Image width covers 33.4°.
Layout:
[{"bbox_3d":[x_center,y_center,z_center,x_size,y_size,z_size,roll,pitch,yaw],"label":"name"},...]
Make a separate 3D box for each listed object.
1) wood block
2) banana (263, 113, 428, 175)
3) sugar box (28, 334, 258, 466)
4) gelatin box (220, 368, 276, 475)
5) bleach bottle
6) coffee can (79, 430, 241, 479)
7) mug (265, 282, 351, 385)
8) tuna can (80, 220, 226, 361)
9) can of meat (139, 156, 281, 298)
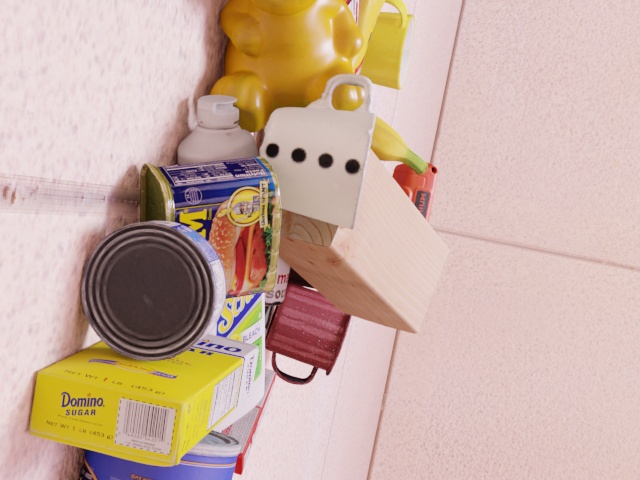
[{"bbox_3d":[0.028,-0.002,0.930,0.206,0.090,0.091,44,65,-55],"label":"wood block"},{"bbox_3d":[0.000,-0.098,0.912,0.037,0.198,0.069,-49,137,-19],"label":"banana"},{"bbox_3d":[-0.107,0.093,0.695,0.176,0.093,0.048,-37,138,-77],"label":"sugar box"},{"bbox_3d":[-0.072,0.169,1.006,0.073,0.030,0.089,104,7,-65],"label":"gelatin box"},{"bbox_3d":[-0.085,0.017,0.815,0.102,0.068,0.251,-28,125,-55],"label":"bleach bottle"},{"bbox_3d":[-0.118,0.194,0.716,0.102,0.103,0.140,35,67,-79],"label":"coffee can"},{"bbox_3d":[-0.019,0.108,1.216,0.093,0.081,0.117,-83,-168,-77],"label":"mug"},{"bbox_3d":[-0.103,0.030,0.665,0.033,0.086,0.086,-26,127,-79],"label":"tuna can"},{"bbox_3d":[-0.076,-0.006,0.732,0.057,0.083,0.102,-131,-140,-51],"label":"can of meat"}]
